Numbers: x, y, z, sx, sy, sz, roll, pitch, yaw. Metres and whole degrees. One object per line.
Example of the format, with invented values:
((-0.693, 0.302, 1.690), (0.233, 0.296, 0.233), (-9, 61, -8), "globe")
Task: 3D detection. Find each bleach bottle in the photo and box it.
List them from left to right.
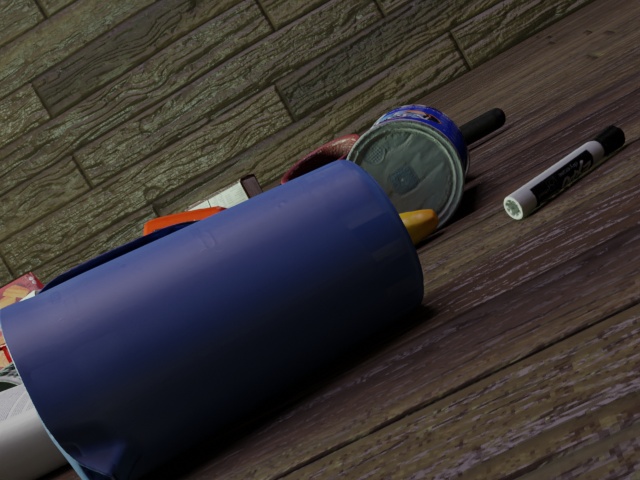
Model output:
((-0.197, 0.137, 0.831), (0.251, 0.068, 0.102), (-23, 20, 19), "bleach bottle")

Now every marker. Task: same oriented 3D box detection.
((0.183, -0.053, 0.789), (0.121, 0.020, 0.020), (-33, 7, -25), "marker")

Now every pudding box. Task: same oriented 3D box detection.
((-0.093, -0.007, 1.227), (0.090, 0.113, 0.039), (-26, 3, 26), "pudding box")

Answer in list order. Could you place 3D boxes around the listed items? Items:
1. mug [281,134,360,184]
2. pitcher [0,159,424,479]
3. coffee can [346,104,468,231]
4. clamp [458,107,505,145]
((0.030, -0.055, 1.083), (0.117, 0.081, 0.093), (-25, 18, 20), "mug")
((-0.067, 0.042, 0.669), (0.242, 0.149, 0.145), (-28, -6, -9), "pitcher")
((0.080, -0.065, 0.963), (0.103, 0.103, 0.140), (-28, 7, 14), "coffee can")
((0.113, -0.096, 1.328), (0.209, 0.036, 0.165), (-33, 8, -22), "clamp")
